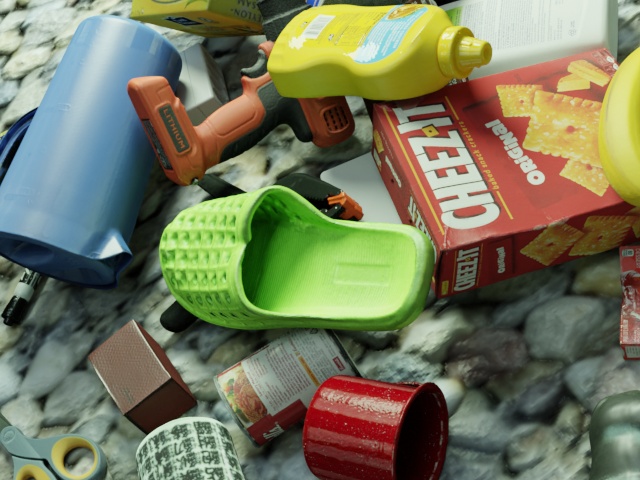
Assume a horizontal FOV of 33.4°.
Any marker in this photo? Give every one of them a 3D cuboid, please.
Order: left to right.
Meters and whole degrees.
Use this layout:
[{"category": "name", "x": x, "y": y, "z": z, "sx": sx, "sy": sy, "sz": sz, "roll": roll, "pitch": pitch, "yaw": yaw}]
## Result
[{"category": "marker", "x": -0.280, "y": 0.030, "z": 1.047, "sx": 0.020, "sy": 0.020, "sz": 0.121, "roll": 8, "pitch": 62, "yaw": 26}]

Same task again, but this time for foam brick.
[{"category": "foam brick", "x": -0.153, "y": 0.119, "z": 0.916, "sx": 0.053, "sy": 0.051, "sz": 0.078, "roll": -38, "pitch": 52, "yaw": -4}]

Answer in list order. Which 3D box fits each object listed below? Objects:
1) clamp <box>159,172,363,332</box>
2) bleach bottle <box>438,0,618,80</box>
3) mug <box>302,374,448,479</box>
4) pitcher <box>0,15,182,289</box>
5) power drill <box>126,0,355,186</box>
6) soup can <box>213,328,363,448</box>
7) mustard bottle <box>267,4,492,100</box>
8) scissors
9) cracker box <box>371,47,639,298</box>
[{"category": "clamp", "x": -0.056, "y": 0.001, "z": 0.934, "sx": 0.210, "sy": 0.036, "sz": 0.164, "roll": -7, "pitch": 58, "yaw": 40}, {"category": "bleach bottle", "x": 0.143, "y": -0.187, "z": 0.989, "sx": 0.251, "sy": 0.068, "sz": 0.102, "roll": -2, "pitch": 60, "yaw": 23}, {"category": "mug", "x": 0.046, "y": 0.140, "z": 0.805, "sx": 0.082, "sy": 0.093, "sz": 0.117, "roll": 6, "pitch": 30, "yaw": 31}, {"category": "pitcher", "x": -0.226, "y": -0.086, "z": 1.008, "sx": 0.145, "sy": 0.149, "sz": 0.242, "roll": -28, "pitch": 42, "yaw": 65}, {"category": "power drill", "x": -0.075, "y": -0.145, "z": 0.966, "sx": 0.187, "sy": 0.184, "sz": 0.057, "roll": -26, "pitch": 11, "yaw": -15}, {"category": "soup can", "x": -0.025, "y": 0.111, "z": 0.858, "sx": 0.102, "sy": 0.068, "sz": 0.068, "roll": -33, "pitch": 52, "yaw": -1}, {"category": "mustard bottle", "x": 0.054, "y": -0.156, "z": 0.879, "sx": 0.192, "sy": 0.058, "sz": 0.096, "roll": 8, "pitch": 48, "yaw": 38}, {"category": "scissors", "x": -0.255, "y": 0.170, "z": 0.947, "sx": 0.096, "sy": 0.016, "sz": 0.202, "roll": -34, "pitch": 52, "yaw": -4}, {"category": "cracker box", "x": 0.166, "y": -0.061, "z": 0.856, "sx": 0.213, "sy": 0.072, "sz": 0.164, "roll": -14, "pitch": 52, "yaw": -9}]
